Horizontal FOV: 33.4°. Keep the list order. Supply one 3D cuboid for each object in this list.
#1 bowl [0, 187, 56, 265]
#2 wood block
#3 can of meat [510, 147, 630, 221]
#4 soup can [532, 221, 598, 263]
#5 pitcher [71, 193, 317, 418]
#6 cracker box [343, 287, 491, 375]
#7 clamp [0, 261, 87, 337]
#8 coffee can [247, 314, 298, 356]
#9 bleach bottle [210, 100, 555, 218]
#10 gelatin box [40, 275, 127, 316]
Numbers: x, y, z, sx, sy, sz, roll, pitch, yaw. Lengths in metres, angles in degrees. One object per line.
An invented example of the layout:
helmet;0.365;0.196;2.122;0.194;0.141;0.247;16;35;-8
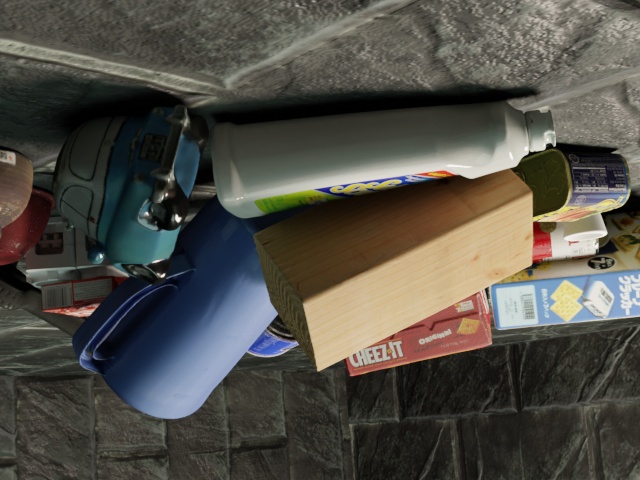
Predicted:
bowl;-0.322;-0.009;0.983;0.162;0.055;0.162;-5;170;-1
wood block;0.062;0.007;0.869;0.206;0.091;0.090;-25;137;-13
can of meat;0.226;-0.049;1.000;0.083;0.057;0.102;-2;170;-31
soup can;0.254;-0.010;1.191;0.102;0.068;0.068;-7;169;10
pitcher;-0.107;0.047;0.977;0.145;0.149;0.243;37;123;-10
cracker box;0.110;0.067;1.233;0.164;0.072;0.213;-15;-162;12
clamp;-0.324;0.051;1.130;0.165;0.036;0.210;35;179;16
coffee can;-0.049;0.078;1.261;0.102;0.103;0.140;-1;168;-17
bleach bottle;0.050;-0.068;0.808;0.251;0.068;0.102;-8;172;7
gelatin box;-0.232;0.059;1.106;0.089;0.030;0.073;-8;169;18
